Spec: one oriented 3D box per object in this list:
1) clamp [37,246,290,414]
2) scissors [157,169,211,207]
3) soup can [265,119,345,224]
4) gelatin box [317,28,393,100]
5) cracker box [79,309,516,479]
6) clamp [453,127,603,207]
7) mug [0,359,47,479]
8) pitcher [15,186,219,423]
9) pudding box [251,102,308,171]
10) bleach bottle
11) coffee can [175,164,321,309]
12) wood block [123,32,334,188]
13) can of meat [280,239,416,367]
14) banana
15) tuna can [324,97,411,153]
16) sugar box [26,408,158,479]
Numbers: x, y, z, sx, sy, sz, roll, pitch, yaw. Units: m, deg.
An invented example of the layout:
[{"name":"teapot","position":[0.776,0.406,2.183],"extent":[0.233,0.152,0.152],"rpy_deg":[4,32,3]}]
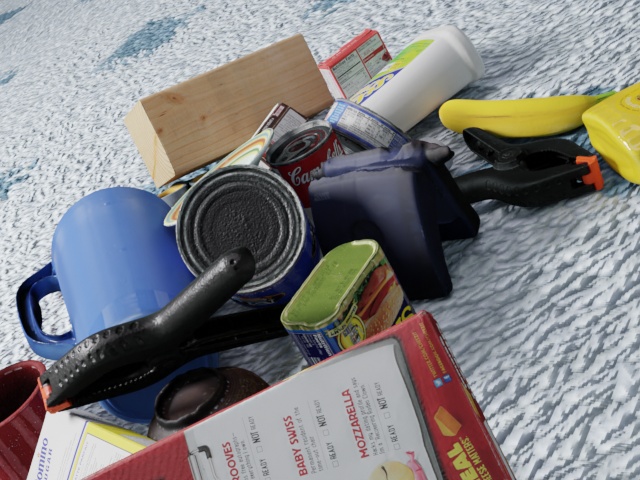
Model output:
[{"name":"clamp","position":[-0.115,0.070,0.785],"extent":[0.210,0.164,0.036],"rpy_deg":[-22,66,0]},{"name":"scissors","position":[-0.147,-0.067,1.217],"extent":[0.096,0.016,0.202],"rpy_deg":[-22,12,4]},{"name":"soup can","position":[0.002,-0.051,0.991],"extent":[0.068,0.102,0.068],"rpy_deg":[-23,28,13]},{"name":"gelatin box","position":[0.048,-0.175,1.167],"extent":[0.073,0.089,0.030],"rpy_deg":[-39,26,-16]},{"name":"cracker box","position":[0.000,0.156,0.580],"extent":[0.214,0.164,0.072],"rpy_deg":[-27,-9,7]},{"name":"clamp","position":[0.166,-0.065,0.924],"extent":[0.172,0.039,0.120],"rpy_deg":[0,44,35]},{"name":"mug","position":[-0.260,0.168,0.903],"extent":[0.117,0.081,0.093],"rpy_deg":[-33,27,-6]},{"name":"pitcher","position":[-0.176,0.060,0.956],"extent":[0.149,0.144,0.243],"rpy_deg":[-58,27,14]},{"name":"pudding box","position":[-0.066,-0.080,1.122],"extent":[0.090,0.039,0.114],"rpy_deg":[-59,3,-42]},{"name":"bleach bottle","position":[0.049,-0.121,1.100],"extent":[0.250,0.068,0.103],"rpy_deg":[-41,17,-16]},{"name":"coffee can","position":[-0.056,0.001,0.892],"extent":[0.103,0.103,0.140],"rpy_deg":[-30,-10,0]},{"name":"wood block","position":[-0.102,-0.145,1.198],"extent":[0.205,0.090,0.091],"rpy_deg":[-27,3,-22]},{"name":"can of meat","position":[0.025,0.061,0.800],"extent":[0.058,0.084,0.102],"rpy_deg":[-4,37,40]},{"name":"banana","position":[0.178,-0.116,1.006],"extent":[0.198,0.037,0.069],"rpy_deg":[4,14,44]},{"name":"tuna can","position":[0.043,-0.099,1.015],"extent":[0.034,0.086,0.086],"rpy_deg":[-59,32,-3]},{"name":"sugar box","position":[-0.154,0.183,0.774],"extent":[0.177,0.048,0.093],"rpy_deg":[8,80,52]}]
